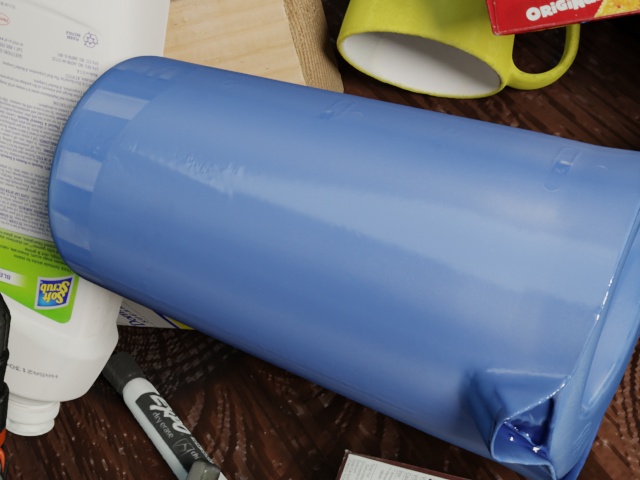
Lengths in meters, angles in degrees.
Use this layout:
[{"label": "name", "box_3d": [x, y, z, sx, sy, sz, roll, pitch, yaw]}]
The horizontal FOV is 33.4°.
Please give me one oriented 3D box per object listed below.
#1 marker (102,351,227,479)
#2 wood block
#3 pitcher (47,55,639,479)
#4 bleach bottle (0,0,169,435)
[{"label": "marker", "box_3d": [-0.082, 0.096, 0.550, 0.020, 0.020, 0.121, -45, 48, -3]}, {"label": "wood block", "box_3d": [-0.101, -0.089, 0.597, 0.206, 0.090, 0.090, -10, 23, 14]}, {"label": "pitcher", "box_3d": [0.017, -0.004, 0.453, 0.243, 0.149, 0.145, 18, 83, 22]}, {"label": "bleach bottle", "box_3d": [-0.142, -0.018, 0.540, 0.102, 0.068, 0.251, 17, 111, 11]}]
